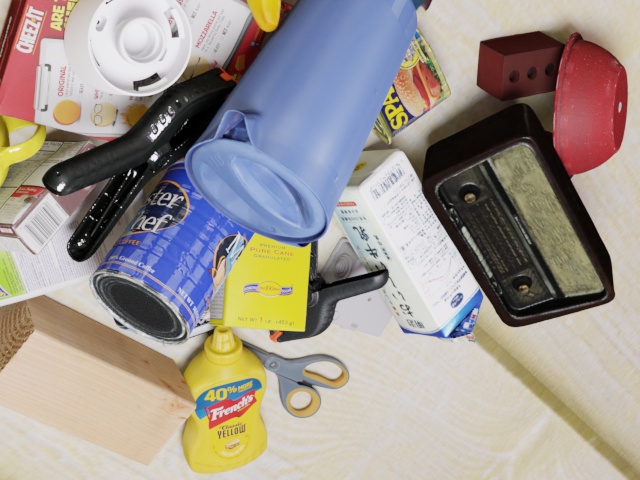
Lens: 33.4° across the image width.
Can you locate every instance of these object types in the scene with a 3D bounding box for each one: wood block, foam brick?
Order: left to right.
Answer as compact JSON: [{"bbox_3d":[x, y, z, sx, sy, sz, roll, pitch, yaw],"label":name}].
[{"bbox_3d":[-0.242,0.140,1.095,0.205,0.090,0.091,33,101,-36],"label":"wood block"},{"bbox_3d":[0.214,-0.188,1.143,0.078,0.051,0.053,-14,123,-18],"label":"foam brick"}]

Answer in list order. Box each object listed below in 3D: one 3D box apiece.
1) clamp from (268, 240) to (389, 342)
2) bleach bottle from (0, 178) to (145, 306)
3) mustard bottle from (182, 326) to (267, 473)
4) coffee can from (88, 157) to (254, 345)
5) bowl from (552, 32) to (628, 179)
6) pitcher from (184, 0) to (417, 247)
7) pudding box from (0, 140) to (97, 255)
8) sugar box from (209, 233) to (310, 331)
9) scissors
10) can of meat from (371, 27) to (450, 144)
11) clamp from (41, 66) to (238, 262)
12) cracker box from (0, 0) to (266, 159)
[{"bbox_3d":[0.000,0.055,1.150,0.039,0.120,0.172,-23,146,-48],"label":"clamp"},{"bbox_3d":[-0.286,0.007,1.014,0.250,0.068,0.102,-18,122,-12],"label":"bleach bottle"},{"bbox_3d":[-0.107,0.172,1.188,0.096,0.058,0.192,-11,127,-19],"label":"mustard bottle"},{"bbox_3d":[-0.129,0.009,0.970,0.140,0.103,0.102,-59,134,-30],"label":"coffee can"},{"bbox_3d":[0.295,-0.142,1.148,0.161,0.055,0.162,6,90,-66],"label":"bowl"},{"bbox_3d":[-0.004,-0.121,0.945,0.145,0.149,0.242,35,62,-12],"label":"pitcher"},{"bbox_3d":[-0.255,-0.041,0.954,0.113,0.090,0.039,-55,130,-30],"label":"pudding box"},{"bbox_3d":[-0.057,0.001,1.080,0.093,0.048,0.176,6,87,-28],"label":"sugar box"},{"bbox_3d":[-0.058,0.159,1.240,0.201,0.016,0.096,13,112,-31],"label":"scissors"},{"bbox_3d":[0.076,-0.164,1.089,0.084,0.057,0.102,-36,128,-6],"label":"can of meat"},{"bbox_3d":[-0.153,-0.072,0.923,0.209,0.036,0.165,-44,170,-26],"label":"clamp"},{"bbox_3d":[-0.170,-0.173,0.957,0.213,0.072,0.164,12,112,-30],"label":"cracker box"}]
